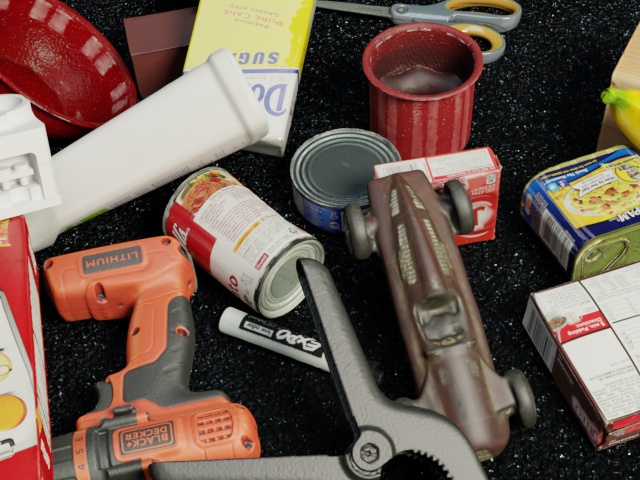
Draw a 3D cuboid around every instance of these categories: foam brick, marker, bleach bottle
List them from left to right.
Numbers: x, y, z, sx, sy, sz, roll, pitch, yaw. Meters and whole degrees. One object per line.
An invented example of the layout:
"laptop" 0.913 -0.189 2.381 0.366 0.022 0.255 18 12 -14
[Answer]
"bleach bottle" -0.161 -0.049 0.780 0.251 0.102 0.068 -29 90 -1
"foam brick" -0.126 -0.164 0.926 0.078 0.051 0.053 -11 50 -5
"marker" -0.013 0.074 0.732 0.121 0.020 0.020 19 53 19

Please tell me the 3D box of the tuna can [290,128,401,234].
"tuna can" 0.020 -0.046 0.824 0.086 0.034 0.086 -2 49 2

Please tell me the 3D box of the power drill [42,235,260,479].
"power drill" -0.142 0.091 0.704 0.184 0.057 0.188 -10 51 -5

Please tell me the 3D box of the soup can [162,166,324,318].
"soup can" -0.055 0.001 0.767 0.102 0.068 0.068 36 60 29

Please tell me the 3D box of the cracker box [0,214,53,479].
"cracker box" -0.246 0.093 0.628 0.164 0.072 0.214 -10 50 -9

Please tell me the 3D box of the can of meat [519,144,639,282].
"can of meat" 0.207 -0.017 0.772 0.102 0.057 0.084 -17 48 -12

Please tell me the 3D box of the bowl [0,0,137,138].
"bowl" -0.232 -0.137 0.876 0.162 0.055 0.162 34 30 -23

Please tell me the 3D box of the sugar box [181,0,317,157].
"sugar box" -0.057 -0.163 0.869 0.093 0.048 0.176 11 76 1

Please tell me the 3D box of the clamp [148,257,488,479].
"clamp" 0.027 0.117 0.634 0.210 0.036 0.164 28 74 3

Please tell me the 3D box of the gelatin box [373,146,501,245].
"gelatin box" 0.084 -0.026 0.777 0.089 0.073 0.030 -9 48 -5

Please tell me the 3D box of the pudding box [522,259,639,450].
"pudding box" 0.199 0.073 0.706 0.090 0.039 0.113 -16 52 -10

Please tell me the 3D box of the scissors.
"scissors" 0.081 -0.191 0.960 0.202 0.016 0.096 -2 49 2

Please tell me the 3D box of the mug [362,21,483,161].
"mug" 0.075 -0.121 0.854 0.093 0.081 0.117 -20 51 -13
